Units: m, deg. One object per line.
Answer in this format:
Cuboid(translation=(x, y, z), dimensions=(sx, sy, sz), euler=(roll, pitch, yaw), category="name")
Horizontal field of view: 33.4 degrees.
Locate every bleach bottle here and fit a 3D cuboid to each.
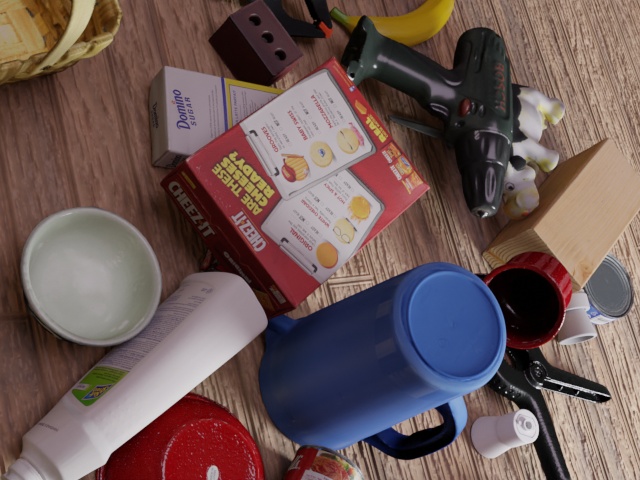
Cuboid(translation=(-0.160, 0.122, 0.888), dimensions=(0.250, 0.103, 0.068), euler=(-41, 110, -33), category="bleach bottle")

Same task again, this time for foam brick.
Cuboid(translation=(-0.067, -0.200, 1.110), dimensions=(0.078, 0.051, 0.052), euler=(53, 51, -4), category="foam brick")

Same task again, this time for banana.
Cuboid(translation=(0.102, -0.263, 1.263), dimensions=(0.197, 0.037, 0.069), euler=(-20, 82, -38), category="banana")

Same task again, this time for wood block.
Cuboid(translation=(0.292, -0.021, 1.253), dimensions=(0.091, 0.090, 0.205), euler=(50, 52, -6), category="wood block")

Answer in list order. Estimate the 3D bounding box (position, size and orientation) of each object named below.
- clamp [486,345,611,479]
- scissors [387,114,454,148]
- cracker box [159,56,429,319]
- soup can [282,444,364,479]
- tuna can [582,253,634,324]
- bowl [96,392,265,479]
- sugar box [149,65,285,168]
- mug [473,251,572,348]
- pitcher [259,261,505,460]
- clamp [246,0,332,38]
Cuboid(translation=(0.225, 0.160, 1.159), dimensions=(0.210, 0.036, 0.164), euler=(42, 44, -10), category="clamp")
Cuboid(translation=(0.168, -0.100, 1.250), dimensions=(0.201, 0.016, 0.096), euler=(-2, 71, -35), category="scissors")
Cuboid(translation=(-0.020, -0.052, 1.011), dimensions=(0.213, 0.072, 0.164), euler=(-41, 96, -35), category="cracker box")
Cuboid(translation=(-0.011, 0.242, 0.945), dimensions=(0.068, 0.069, 0.102), euler=(40, 54, -14), category="soup can")
Cuboid(translation=(0.335, 0.057, 1.284), dimensions=(0.086, 0.034, 0.086), euler=(14, 63, -29), category="tuna can")
Cuboid(translation=(-0.105, 0.202, 0.907), dimensions=(0.161, 0.055, 0.162), euler=(14, 63, -30), category="bowl")
Cuboid(translation=(-0.082, -0.110, 1.065), dimensions=(0.175, 0.048, 0.093), euler=(7, 67, -29), category="sugar box")
Cuboid(translation=(0.210, 0.057, 1.140), dimensions=(0.081, 0.117, 0.093), euler=(-30, 128, -63), category="mug")
Cuboid(translation=(0.060, 0.110, 0.938), dimensions=(0.149, 0.243, 0.145), euler=(6, 70, -26), category="pitcher")
Cuboid(translation=(-0.049, -0.285, 1.143), dimensions=(0.171, 0.039, 0.120), euler=(30, 98, -25), category="clamp")
